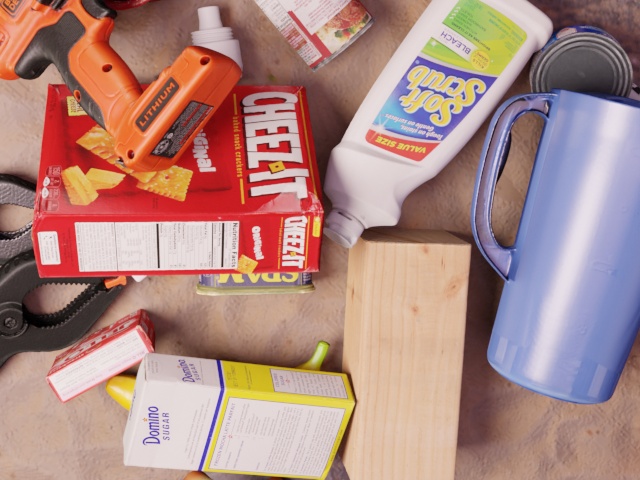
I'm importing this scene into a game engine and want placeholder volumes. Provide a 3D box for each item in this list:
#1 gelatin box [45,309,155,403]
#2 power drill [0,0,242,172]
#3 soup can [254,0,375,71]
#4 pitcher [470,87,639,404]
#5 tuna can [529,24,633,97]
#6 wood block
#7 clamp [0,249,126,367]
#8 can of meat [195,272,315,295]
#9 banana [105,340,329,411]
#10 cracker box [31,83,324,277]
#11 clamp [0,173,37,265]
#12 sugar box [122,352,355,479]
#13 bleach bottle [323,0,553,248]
[{"bbox_3d":[-0.183,0.095,0.898,0.089,0.073,0.030,-30,100,-2],"label":"gelatin box"},{"bbox_3d":[-0.146,-0.155,0.767,0.188,0.057,0.184,44,106,18],"label":"power drill"},{"bbox_3d":[-0.012,-0.200,0.882,0.068,0.068,0.102,-41,101,-1],"label":"soup can"},{"bbox_3d":[0.209,0.001,0.868,0.144,0.149,0.243,6,103,-47],"label":"pitcher"},{"bbox_3d":[0.225,-0.142,0.925,0.086,0.033,0.086,3,115,6],"label":"tuna can"},{"bbox_3d":[0.069,0.098,0.924,0.090,0.091,0.206,2,98,-8],"label":"wood block"},{"bbox_3d":[-0.267,0.055,0.886,0.210,0.036,0.164,-26,120,-6],"label":"clamp"},{"bbox_3d":[-0.056,0.001,0.911,0.102,0.057,0.084,-1,96,-7],"label":"can of meat"},{"bbox_3d":[-0.085,0.136,0.937,0.197,0.037,0.069,-10,92,-6],"label":"banana"},{"bbox_3d":[-0.111,-0.053,0.839,0.213,0.164,0.072,-1,134,-7],"label":"cracker box"},{"bbox_3d":[-0.297,-0.020,0.880,0.171,0.039,0.120,-21,119,-8],"label":"clamp"},{"bbox_3d":[-0.069,0.148,0.889,0.176,0.048,0.093,10,119,-15],"label":"sugar box"},{"bbox_3d":[0.086,-0.100,0.880,0.102,0.068,0.250,34,78,-4],"label":"bleach bottle"}]
